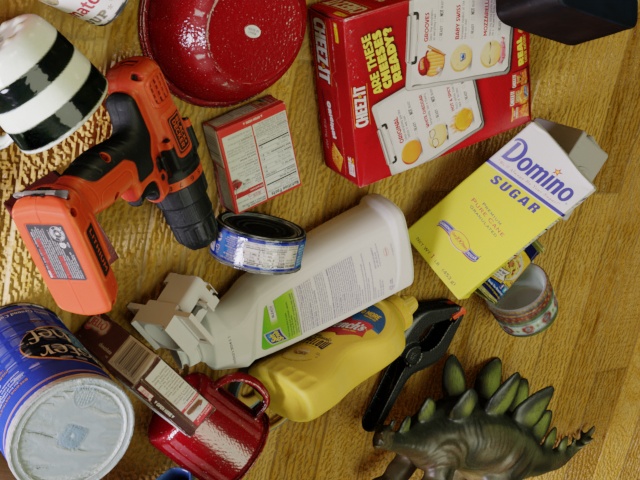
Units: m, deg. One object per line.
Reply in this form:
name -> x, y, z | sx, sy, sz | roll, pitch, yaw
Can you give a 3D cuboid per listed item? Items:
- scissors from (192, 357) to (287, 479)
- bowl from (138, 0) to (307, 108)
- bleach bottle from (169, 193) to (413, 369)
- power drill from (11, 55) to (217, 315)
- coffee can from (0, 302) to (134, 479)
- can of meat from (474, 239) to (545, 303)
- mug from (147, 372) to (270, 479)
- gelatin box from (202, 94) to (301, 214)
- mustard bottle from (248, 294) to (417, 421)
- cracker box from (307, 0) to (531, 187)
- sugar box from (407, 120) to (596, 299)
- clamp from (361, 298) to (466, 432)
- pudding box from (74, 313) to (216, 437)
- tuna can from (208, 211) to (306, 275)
scissors -> -0.104, 0.191, 1.070 | 0.201, 0.016, 0.096 | -31, 125, -21
bowl -> -0.068, -0.182, 0.893 | 0.161, 0.055, 0.162 | -15, 120, -29
bleach bottle -> -0.031, 0.049, 1.026 | 0.250, 0.068, 0.102 | -25, 123, -21
power drill -> -0.154, -0.028, 0.850 | 0.187, 0.057, 0.184 | -61, 140, -46
coffee can -> -0.227, 0.125, 0.868 | 0.102, 0.140, 0.103 | -16, 120, -30
can of meat -> 0.184, 0.010, 1.165 | 0.084, 0.058, 0.102 | -50, 130, -3
mug -> -0.100, 0.170, 1.003 | 0.081, 0.093, 0.117 | 41, 105, -21
gelatin box -> -0.061, -0.077, 0.965 | 0.073, 0.030, 0.089 | -27, 125, -24
mustard bottle -> 0.027, 0.106, 1.067 | 0.191, 0.096, 0.058 | -31, 115, -32
cracker box -> 0.099, -0.165, 1.011 | 0.213, 0.072, 0.164 | -22, 122, -25
sugar box -> 0.181, -0.030, 1.083 | 0.176, 0.093, 0.048 | -43, 169, 15
clamp -> 0.084, 0.117, 1.157 | 0.171, 0.039, 0.120 | -47, 135, -12
pudding box -> -0.155, 0.115, 0.934 | 0.039, 0.114, 0.090 | -49, 131, -10
tuna can -> -0.056, 0.001, 0.968 | 0.085, 0.086, 0.034 | 0, 109, -36
